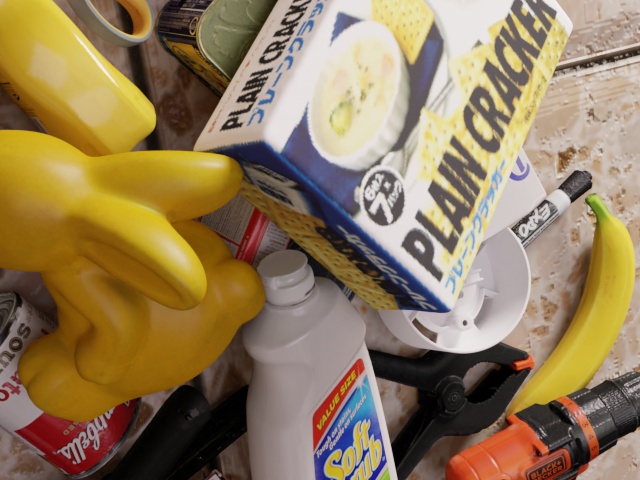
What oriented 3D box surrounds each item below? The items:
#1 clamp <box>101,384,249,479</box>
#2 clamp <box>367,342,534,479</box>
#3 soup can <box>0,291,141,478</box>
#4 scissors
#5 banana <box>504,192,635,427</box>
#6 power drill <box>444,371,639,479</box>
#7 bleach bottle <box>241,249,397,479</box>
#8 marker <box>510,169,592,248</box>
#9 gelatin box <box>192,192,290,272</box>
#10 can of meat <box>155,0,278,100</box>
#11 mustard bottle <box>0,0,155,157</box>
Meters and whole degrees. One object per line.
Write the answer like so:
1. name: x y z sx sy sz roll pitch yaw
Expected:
1. clamp: -0.121 0.158 0.652 0.210 0.164 0.036 -43 76 -4
2. clamp: 0.081 0.106 0.786 0.171 0.039 0.120 -28 114 -27
3. soup can: -0.166 0.086 0.635 0.068 0.069 0.102 -49 118 -9
4. scissors: -0.146 -0.190 0.565 0.201 0.016 0.096 53 43 -39
5. banana: 0.205 0.064 0.844 0.069 0.037 0.198 18 93 -11
6. power drill: 0.194 0.204 0.837 0.184 0.057 0.187 -23 120 -11
7. bleach bottle: -0.006 0.122 0.650 0.102 0.068 0.251 -34 127 -33
8. marker: 0.162 -0.013 0.809 0.121 0.020 0.020 -41 117 -13
9. gelatin box: -0.054 0.001 0.659 0.030 0.089 0.073 20 93 -33
10. can of meat: -0.042 -0.111 0.640 0.102 0.084 0.057 42 82 -29
11. mustard bottle: -0.172 -0.121 0.563 0.058 0.096 0.191 -46 118 -10
